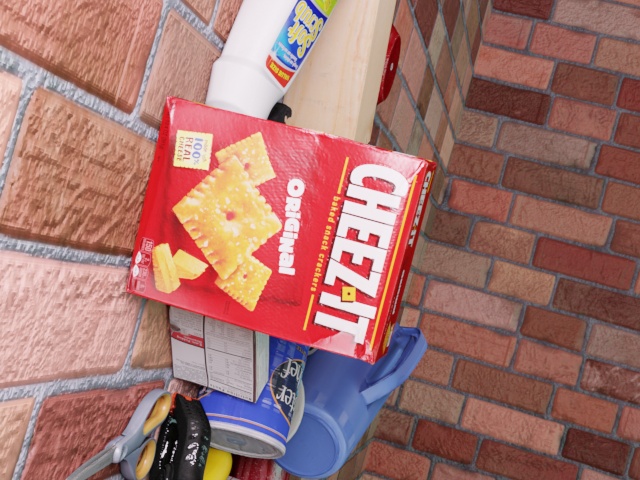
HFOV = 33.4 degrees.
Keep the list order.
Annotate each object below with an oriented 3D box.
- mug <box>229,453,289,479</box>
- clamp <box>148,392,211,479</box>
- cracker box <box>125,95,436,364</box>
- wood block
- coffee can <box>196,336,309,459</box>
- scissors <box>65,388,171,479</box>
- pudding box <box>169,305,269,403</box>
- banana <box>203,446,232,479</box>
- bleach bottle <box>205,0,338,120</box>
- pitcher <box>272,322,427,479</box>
[{"bbox_3d":[-0.085,0.274,1.339,0.117,0.093,0.081,13,87,-43],"label":"mug"},{"bbox_3d":[-0.127,0.223,0.974,0.165,0.036,0.210,-46,-150,41],"label":"clamp"},{"bbox_3d":[-0.034,-0.010,0.845,0.072,0.214,0.164,-14,119,-77],"label":"cracker box"},{"bbox_3d":[0.019,-0.201,1.171,0.090,0.090,0.206,-55,158,-59],"label":"wood block"},{"bbox_3d":[-0.071,0.143,1.104,0.103,0.103,0.140,80,22,-65],"label":"coffee can"},{"bbox_3d":[-0.177,0.197,0.932,0.201,0.016,0.096,-50,153,-65],"label":"scissors"},{"bbox_3d":[-0.095,0.096,1.008,0.113,0.090,0.039,93,17,-45],"label":"pudding box"},{"bbox_3d":[-0.128,0.242,1.108,0.197,0.070,0.037,-37,126,-71],"label":"banana"},{"bbox_3d":[-0.042,-0.181,0.964,0.102,0.068,0.250,68,40,-59],"label":"bleach bottle"},{"bbox_3d":[0.027,0.184,1.329,0.242,0.145,0.149,-50,163,-59],"label":"pitcher"}]
